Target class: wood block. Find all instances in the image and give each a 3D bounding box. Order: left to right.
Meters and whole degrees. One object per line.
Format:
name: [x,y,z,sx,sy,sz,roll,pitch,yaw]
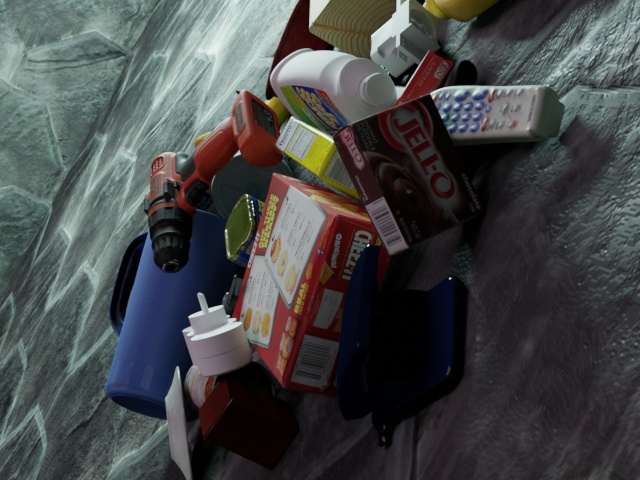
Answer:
wood block: [0.047,-0.324,1.335,0.090,0.090,0.206,-48,25,34]

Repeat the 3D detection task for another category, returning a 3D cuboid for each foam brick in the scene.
foam brick: [-0.069,0.173,1.021,0.053,0.078,0.051,-55,21,12]

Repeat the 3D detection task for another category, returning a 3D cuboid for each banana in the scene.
banana: [-0.089,-0.170,1.458,0.197,0.069,0.037,-49,3,-27]

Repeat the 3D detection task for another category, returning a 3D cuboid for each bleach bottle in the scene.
bleach bottle: [0.019,-0.159,1.117,0.068,0.102,0.251,-40,13,-8]

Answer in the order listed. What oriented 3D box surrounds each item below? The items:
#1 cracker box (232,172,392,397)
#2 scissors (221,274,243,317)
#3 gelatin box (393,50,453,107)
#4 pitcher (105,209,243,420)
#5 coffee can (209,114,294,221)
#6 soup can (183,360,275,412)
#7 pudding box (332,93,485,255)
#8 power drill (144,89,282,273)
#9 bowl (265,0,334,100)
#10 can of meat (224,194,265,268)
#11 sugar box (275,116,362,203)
cracker box: [-0.011,0.036,1.028,0.214,0.072,0.164,-142,67,-69]
scissors: [-0.094,0.056,1.181,0.202,0.016,0.096,115,179,-55]
gelatin box: [0.090,-0.126,1.021,0.073,0.030,0.089,-57,-6,-34]
pitcher: [-0.186,0.090,1.312,0.149,0.145,0.242,138,150,-64]
coffee can: [-0.090,-0.091,1.350,0.103,0.102,0.140,-55,22,18]
soup can: [-0.097,0.156,1.118,0.102,0.068,0.068,-7,58,66]
pudding box: [0.073,-0.055,0.882,0.089,0.113,0.039,-24,0,-31]
power drill: [-0.127,-0.070,1.216,0.188,0.057,0.184,-36,40,24]
bowl: [-0.017,-0.249,1.394,0.162,0.055,0.162,25,-92,-87]
can of meat: [-0.058,0.002,1.191,0.057,0.083,0.102,-54,23,20]
sugar box: [0.019,-0.078,1.099,0.048,0.093,0.176,-61,20,2]
